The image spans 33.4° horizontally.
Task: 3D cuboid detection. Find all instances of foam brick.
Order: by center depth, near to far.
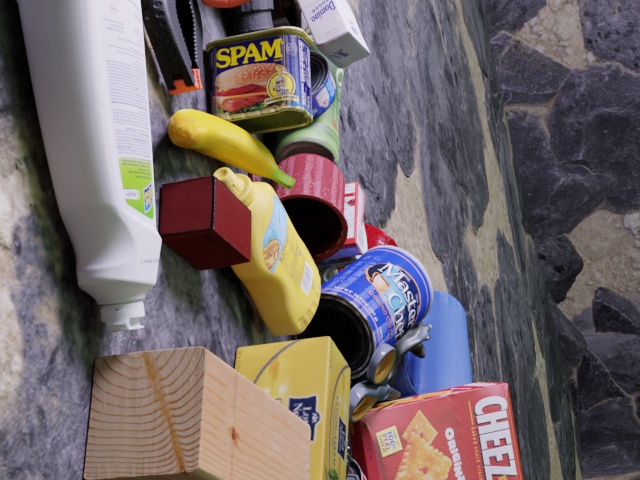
[{"bbox_3d":[-0.097,-0.014,0.918,0.078,0.053,0.051,48,37,-60],"label":"foam brick"}]

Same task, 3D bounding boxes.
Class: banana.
[{"bbox_3d":[-0.090,-0.090,0.966,0.197,0.070,0.037,17,97,-62],"label":"banana"}]

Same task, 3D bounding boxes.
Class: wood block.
[{"bbox_3d":[-0.084,0.159,0.815,0.206,0.090,0.091,51,36,-58],"label":"wood block"}]

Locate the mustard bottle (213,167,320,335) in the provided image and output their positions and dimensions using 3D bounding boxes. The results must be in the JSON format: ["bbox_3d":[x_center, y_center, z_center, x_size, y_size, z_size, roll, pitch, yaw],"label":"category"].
[{"bbox_3d":[-0.057,0.001,1.024,0.191,0.058,0.096,63,30,-44],"label":"mustard bottle"}]

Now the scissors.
[{"bbox_3d":[0.072,0.148,1.154,0.096,0.016,0.201,-66,161,12],"label":"scissors"}]

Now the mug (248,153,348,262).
[{"bbox_3d":[-0.025,-0.043,1.119,0.117,0.093,0.081,30,37,-20],"label":"mug"}]

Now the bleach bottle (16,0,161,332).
[{"bbox_3d":[-0.156,-0.060,0.751,0.102,0.068,0.251,-5,88,-72],"label":"bleach bottle"}]

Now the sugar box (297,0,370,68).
[{"bbox_3d":[-0.007,-0.281,1.162,0.176,0.048,0.093,70,14,12],"label":"sugar box"}]

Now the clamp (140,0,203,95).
[{"bbox_3d":[-0.134,-0.236,0.944,0.164,0.036,0.210,-38,117,-73],"label":"clamp"}]

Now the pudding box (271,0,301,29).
[{"bbox_3d":[-0.057,-0.285,1.195,0.113,0.039,0.090,56,29,-54],"label":"pudding box"}]

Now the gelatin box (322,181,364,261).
[{"bbox_3d":[0.012,-0.021,1.220,0.030,0.073,0.089,58,28,-51],"label":"gelatin box"}]

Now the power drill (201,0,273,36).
[{"bbox_3d":[-0.082,-0.260,1.035,0.187,0.057,0.184,-81,162,-80],"label":"power drill"}]

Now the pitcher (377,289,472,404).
[{"bbox_3d":[0.140,0.171,1.441,0.242,0.145,0.149,-81,-167,-52],"label":"pitcher"}]

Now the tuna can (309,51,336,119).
[{"bbox_3d":[-0.027,-0.163,1.152,0.033,0.086,0.086,63,25,-46],"label":"tuna can"}]

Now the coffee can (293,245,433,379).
[{"bbox_3d":[0.049,0.077,1.178,0.140,0.103,0.103,-34,115,-51],"label":"coffee can"}]

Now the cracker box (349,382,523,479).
[{"bbox_3d":[0.132,0.264,1.255,0.213,0.072,0.164,-7,87,-27],"label":"cracker box"}]

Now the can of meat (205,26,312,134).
[{"bbox_3d":[-0.058,-0.151,1.029,0.057,0.102,0.084,29,57,-68],"label":"can of meat"}]
